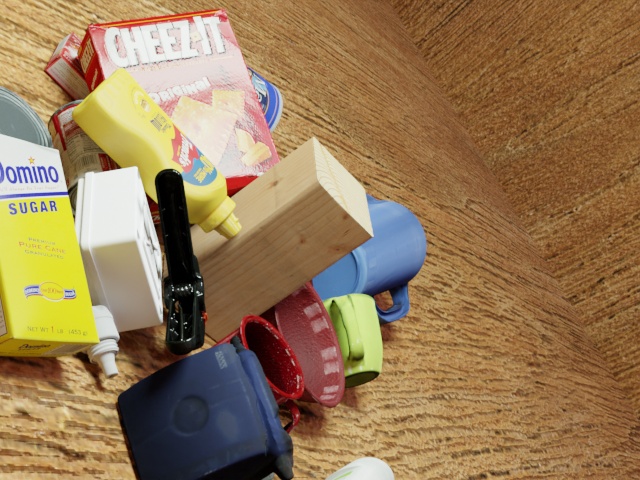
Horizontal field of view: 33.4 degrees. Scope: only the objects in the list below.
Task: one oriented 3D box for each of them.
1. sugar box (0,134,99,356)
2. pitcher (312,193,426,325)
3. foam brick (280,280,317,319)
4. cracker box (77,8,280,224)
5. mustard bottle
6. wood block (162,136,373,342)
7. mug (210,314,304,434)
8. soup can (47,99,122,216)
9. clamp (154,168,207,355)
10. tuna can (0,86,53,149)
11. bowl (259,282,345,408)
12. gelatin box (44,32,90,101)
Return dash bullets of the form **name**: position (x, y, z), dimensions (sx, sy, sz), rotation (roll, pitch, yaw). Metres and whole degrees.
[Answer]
- **sugar box**: position (-0.237, 0.004, 0.850), dimensions (0.093, 0.048, 0.176), rotation (12, 60, -57)
- **pitcher**: position (0.055, 0.031, 1.465), dimensions (0.149, 0.145, 0.242), rotation (27, 17, 16)
- **foam brick**: position (-0.042, 0.064, 1.272), dimensions (0.051, 0.053, 0.078), rotation (43, 22, -31)
- **cracker box**: position (-0.149, -0.135, 1.146), dimensions (0.163, 0.072, 0.214), rotation (-13, 76, -27)
- **mustard bottle**: position (-0.147, -0.074, 1.019), dimensions (0.191, 0.058, 0.096), rotation (47, 20, -14)
- **wood block**: position (-0.058, 0.001, 1.099), dimensions (0.090, 0.206, 0.091), rotation (44, 22, -29)
- **mug**: position (-0.068, 0.141, 1.026), dimensions (0.117, 0.082, 0.093), rotation (54, 19, -2)
- **soup can**: position (-0.225, -0.078, 1.044), dimensions (0.068, 0.069, 0.102), rotation (32, 30, -50)
- **clamp**: position (-0.124, 0.054, 0.971), dimensions (0.210, 0.036, 0.164), rotation (92, -7, -63)
- **tuna can**: position (-0.288, -0.098, 0.977), dimensions (0.086, 0.034, 0.086), rotation (47, 20, -23)
- **bowl**: position (-0.033, 0.114, 1.174), dimensions (0.162, 0.055, 0.162), rotation (54, 23, -37)
- **gelatin box**: position (-0.261, -0.182, 1.194), dimensions (0.089, 0.030, 0.073), rotation (46, 21, -24)
